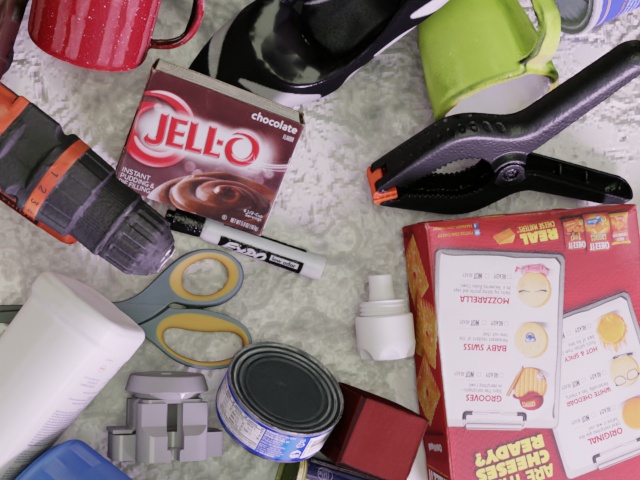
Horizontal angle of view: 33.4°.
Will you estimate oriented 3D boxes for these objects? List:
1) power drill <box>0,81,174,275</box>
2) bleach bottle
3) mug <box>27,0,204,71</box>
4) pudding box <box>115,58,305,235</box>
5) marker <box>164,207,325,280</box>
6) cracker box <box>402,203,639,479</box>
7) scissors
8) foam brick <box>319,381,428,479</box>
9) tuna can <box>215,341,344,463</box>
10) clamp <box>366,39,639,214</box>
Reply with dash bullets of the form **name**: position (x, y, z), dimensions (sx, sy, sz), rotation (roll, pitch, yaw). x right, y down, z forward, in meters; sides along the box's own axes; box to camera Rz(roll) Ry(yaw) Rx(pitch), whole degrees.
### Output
- **power drill**: position (-0.171, -0.040, 0.669), dimensions (0.184, 0.188, 0.057), rotation (40, 80, -6)
- **bleach bottle**: position (-0.220, 0.139, 0.691), dimensions (0.068, 0.102, 0.251), rotation (38, 87, 11)
- **mug**: position (-0.136, -0.162, 0.710), dimensions (0.117, 0.093, 0.082), rotation (11, 118, -16)
- **pudding box**: position (-0.078, -0.065, 0.747), dimensions (0.113, 0.039, 0.090), rotation (18, 113, -11)
- **marker**: position (-0.055, 0.001, 0.776), dimensions (0.121, 0.020, 0.020), rotation (20, 84, -10)
- **cracker box**: position (0.155, 0.085, 0.789), dimensions (0.164, 0.072, 0.214), rotation (-6, 90, -11)
- **scissors**: position (-0.141, 0.036, 0.760), dimensions (0.201, 0.016, 0.096), rotation (17, 83, -10)
- **foam brick**: position (0.035, 0.138, 0.760), dimensions (0.051, 0.078, 0.053), rotation (21, 86, -10)
- **tuna can**: position (-0.029, 0.112, 0.744), dimensions (0.086, 0.086, 0.034), rotation (20, 124, -10)
- **clamp**: position (0.141, -0.057, 0.784), dimensions (0.210, 0.164, 0.036), rotation (-17, 52, 7)
